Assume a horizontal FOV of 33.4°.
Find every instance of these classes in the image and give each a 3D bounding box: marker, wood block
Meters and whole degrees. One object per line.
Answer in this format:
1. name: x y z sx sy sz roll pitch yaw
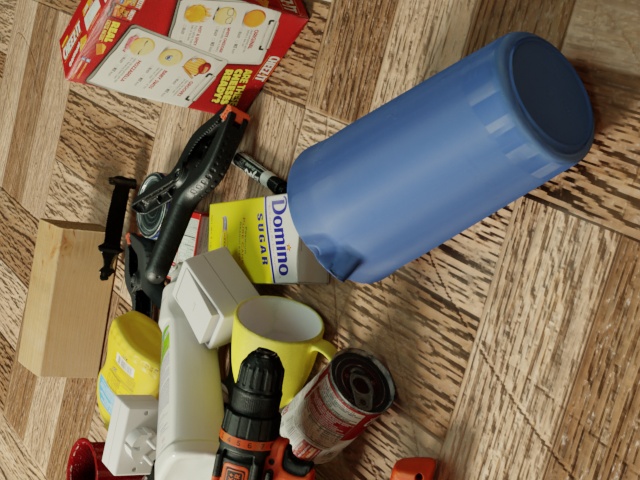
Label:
1. marker: -0.068 -0.074 1.171 0.121 0.020 0.020 37 114 51
2. wood block: -0.351 0.080 1.487 0.090 0.090 0.206 17 99 55

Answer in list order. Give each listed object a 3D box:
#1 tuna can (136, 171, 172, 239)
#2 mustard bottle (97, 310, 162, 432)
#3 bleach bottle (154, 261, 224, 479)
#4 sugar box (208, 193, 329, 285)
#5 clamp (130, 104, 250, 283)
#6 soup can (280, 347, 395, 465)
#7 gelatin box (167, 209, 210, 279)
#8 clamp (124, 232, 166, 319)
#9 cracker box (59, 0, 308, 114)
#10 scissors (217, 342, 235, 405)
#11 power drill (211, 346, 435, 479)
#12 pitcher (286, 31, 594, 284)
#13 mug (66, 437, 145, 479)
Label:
1. tuna can: -0.199 -0.043 1.339 0.086 0.033 0.086 -12 75 53
2. mustard bottle: -0.232 0.182 1.313 0.096 0.058 0.192 41 132 21
3. bleach bottle: -0.140 0.131 1.135 0.103 0.068 0.251 123 148 -50
4. sugar box: -0.058 0.001 1.121 0.177 0.048 0.093 -6 82 56
5. clamp: -0.155 -0.071 1.229 0.210 0.036 0.165 -56 32 13
6. soup can: 0.013 0.154 0.979 0.102 0.068 0.068 -50 47 39
7. gelatin box: -0.155 0.008 1.274 0.073 0.030 0.089 14 96 53
8. clamp: -0.216 0.055 1.344 0.120 0.039 0.171 -40 53 41
9. cracker box: -0.147 -0.225 1.140 0.164 0.213 0.072 -49 46 39
10. scissors: -0.078 0.152 1.110 0.096 0.016 0.202 -55 28 22
11. power drill: -0.001 0.198 0.913 0.188 0.057 0.184 14 101 15
12. pitcher: 0.096 -0.073 0.860 0.243 0.144 0.149 -30 74 45
13. mug: -0.268 0.298 1.341 0.117 0.081 0.093 -41 53 44
